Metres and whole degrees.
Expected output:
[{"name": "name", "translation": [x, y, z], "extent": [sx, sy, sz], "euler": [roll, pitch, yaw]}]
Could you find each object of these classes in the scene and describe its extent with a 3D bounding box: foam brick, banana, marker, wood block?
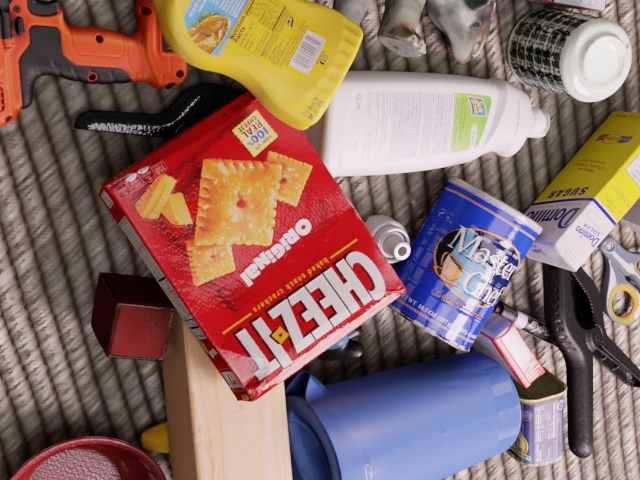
[{"name": "foam brick", "translation": [-0.167, 0.067, 0.939], "extent": [0.051, 0.078, 0.053], "euler": [6, 106, -25]}, {"name": "banana", "translation": [-0.079, 0.209, 1.043], "extent": [0.197, 0.037, 0.069], "euler": [32, 90, -28]}, {"name": "marker", "translation": [0.230, 0.094, 1.148], "extent": [0.121, 0.020, 0.020], "euler": [25, 95, -28]}, {"name": "wood block", "translation": [-0.086, 0.151, 0.964], "extent": [0.090, 0.091, 0.206], "euler": [-6, 93, -22]}]

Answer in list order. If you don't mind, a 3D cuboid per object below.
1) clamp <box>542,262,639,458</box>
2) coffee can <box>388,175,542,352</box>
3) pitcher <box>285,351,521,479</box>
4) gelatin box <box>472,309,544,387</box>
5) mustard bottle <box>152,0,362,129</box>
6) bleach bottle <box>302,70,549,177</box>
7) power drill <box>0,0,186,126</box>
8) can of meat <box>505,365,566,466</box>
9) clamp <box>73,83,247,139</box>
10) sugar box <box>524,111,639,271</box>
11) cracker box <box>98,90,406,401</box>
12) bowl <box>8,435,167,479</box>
[{"name": "clamp", "translation": [0.287, 0.105, 1.145], "extent": [0.164, 0.036, 0.210], "euler": [-24, 99, -48]}, {"name": "coffee can", "translation": [0.136, 0.022, 1.038], "extent": [0.102, 0.103, 0.140], "euler": [29, 94, -28]}, {"name": "pitcher", "translation": [0.076, 0.196, 1.036], "extent": [0.242, 0.145, 0.149], "euler": [-11, 141, -33]}, {"name": "gelatin box", "translation": [0.180, 0.102, 1.089], "extent": [0.030, 0.089, 0.073], "euler": [-40, 117, -8]}, {"name": "mustard bottle", "translation": [-0.068, -0.173, 0.837], "extent": [0.191, 0.058, 0.096], "euler": [30, 79, -12]}, {"name": "bleach bottle", "translation": [0.105, -0.106, 1.009], "extent": [0.250, 0.068, 0.102], "euler": [-1, 107, -25]}, {"name": "power drill", "translation": [-0.204, -0.187, 0.857], "extent": [0.187, 0.057, 0.184], "euler": [-6, 108, -19]}, {"name": "can of meat", "translation": [0.213, 0.178, 1.121], "extent": [0.057, 0.102, 0.084], "euler": [-12, 113, -18]}, {"name": "clamp", "translation": [-0.118, -0.077, 0.935], "extent": [0.171, 0.039, 0.120], "euler": [-20, 114, -16]}, {"name": "sugar box", "translation": [0.275, -0.053, 1.073], "extent": [0.176, 0.093, 0.048], "euler": [-46, 109, -8]}, {"name": "cracker box", "translation": [-0.056, 0.001, 0.885], "extent": [0.164, 0.072, 0.213], "euler": [-35, 93, -15]}, {"name": "bowl", "translation": [-0.222, 0.243, 0.982], "extent": [0.161, 0.055, 0.162], "euler": [-7, 109, -21]}]
